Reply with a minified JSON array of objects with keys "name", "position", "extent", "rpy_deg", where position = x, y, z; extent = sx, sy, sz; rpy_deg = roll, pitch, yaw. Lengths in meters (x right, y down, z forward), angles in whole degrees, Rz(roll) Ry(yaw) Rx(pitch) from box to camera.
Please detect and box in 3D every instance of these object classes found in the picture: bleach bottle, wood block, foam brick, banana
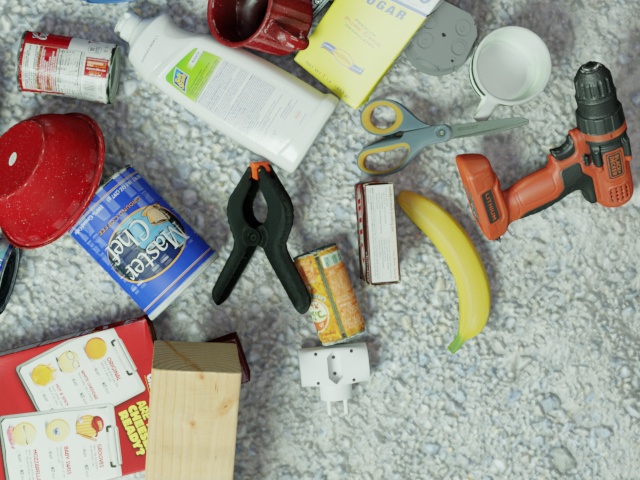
[{"name":"bleach bottle","position":[-0.110,-0.181,1.179],"extent":[0.251,0.068,0.102],"rpy_deg":[33,98,-2]},{"name":"wood block","position":[-0.136,0.217,1.110],"extent":[0.090,0.091,0.206],"rpy_deg":[3,103,-8]},{"name":"foam brick","position":[-0.109,0.136,1.185],"extent":[0.053,0.078,0.051],"rpy_deg":[-19,92,-2]},{"name":"banana","position":[0.149,0.028,1.213],"extent":[0.069,0.037,0.198],"rpy_deg":[-19,93,-3]}]

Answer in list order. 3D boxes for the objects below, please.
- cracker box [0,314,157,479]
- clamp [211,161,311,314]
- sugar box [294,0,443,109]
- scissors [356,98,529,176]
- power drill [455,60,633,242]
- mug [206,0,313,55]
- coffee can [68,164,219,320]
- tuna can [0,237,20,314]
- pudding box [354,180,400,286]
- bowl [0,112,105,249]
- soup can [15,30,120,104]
[{"name":"cracker box","position":[-0.273,0.187,1.183],"extent":[0.213,0.072,0.164],"rpy_deg":[-15,95,-3]},{"name":"clamp","position":[-0.058,0.001,1.174],"extent":[0.120,0.039,0.171],"rpy_deg":[12,105,17]},{"name":"sugar box","position":[0.058,-0.238,1.152],"extent":[0.093,0.048,0.176],"rpy_deg":[39,122,2]},{"name":"scissors","position":[0.123,-0.133,1.172],"extent":[0.202,0.016,0.096],"rpy_deg":[-23,78,27]},{"name":"power drill","position":[0.248,-0.090,1.170],"extent":[0.187,0.057,0.184],"rpy_deg":[-21,124,3]},{"name":"mug","position":[-0.055,-0.240,1.149],"extent":[0.117,0.081,0.093],"rpy_deg":[43,112,32]},{"name":"coffee can","position":[-0.195,0.002,1.163],"extent":[0.103,0.103,0.140],"rpy_deg":[-44,93,0]},{"name":"tuna can","position":[-0.357,0.039,1.166],"extent":[0.033,0.086,0.086],"rpy_deg":[14,92,-5]},{"name":"pudding box","position":[0.062,-0.009,1.181],"extent":[0.039,0.090,0.113],"rpy_deg":[-6,93,-3]},{"name":"bowl","position":[-0.305,-0.075,1.131],"extent":[0.162,0.055,0.162],"rpy_deg":[-17,59,30]},{"name":"soup can","position":[-0.275,-0.189,1.169],"extent":[0.102,0.068,0.068],"rpy_deg":[8,92,-3]}]
